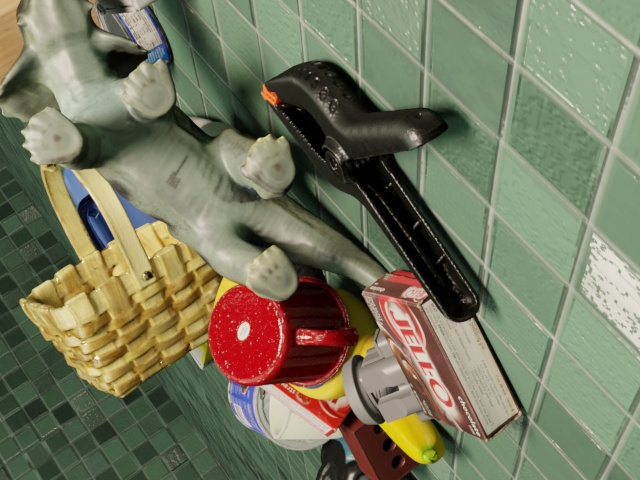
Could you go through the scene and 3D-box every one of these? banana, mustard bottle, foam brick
[{"bbox_3d":[0.054,0.135,0.950,0.198,0.037,0.069,45,165,39],"label":"banana"},{"bbox_3d":[-0.007,0.086,0.924,0.192,0.058,0.096,13,96,35],"label":"mustard bottle"},{"bbox_3d":[0.055,0.188,1.029,0.051,0.053,0.078,26,147,62],"label":"foam brick"}]

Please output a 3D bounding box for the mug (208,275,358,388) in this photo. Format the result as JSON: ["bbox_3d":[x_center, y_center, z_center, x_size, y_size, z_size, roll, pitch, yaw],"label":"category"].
[{"bbox_3d":[-0.026,0.075,0.851,0.117,0.081,0.093,4,90,35],"label":"mug"}]

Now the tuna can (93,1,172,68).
[{"bbox_3d":[-0.176,-0.194,1.003,0.086,0.033,0.086,50,163,21],"label":"tuna can"}]

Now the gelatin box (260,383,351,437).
[{"bbox_3d":[-0.005,0.128,1.002,0.089,0.073,0.030,36,152,2],"label":"gelatin box"}]

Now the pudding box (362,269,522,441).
[{"bbox_3d":[0.084,0.078,0.749,0.113,0.039,0.090,60,163,-14],"label":"pudding box"}]

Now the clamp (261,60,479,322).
[{"bbox_3d":[0.028,-0.047,0.675,0.210,0.036,0.164,42,158,48],"label":"clamp"}]

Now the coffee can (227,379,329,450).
[{"bbox_3d":[-0.039,0.171,1.182,0.103,0.102,0.140,59,165,-7],"label":"coffee can"}]
